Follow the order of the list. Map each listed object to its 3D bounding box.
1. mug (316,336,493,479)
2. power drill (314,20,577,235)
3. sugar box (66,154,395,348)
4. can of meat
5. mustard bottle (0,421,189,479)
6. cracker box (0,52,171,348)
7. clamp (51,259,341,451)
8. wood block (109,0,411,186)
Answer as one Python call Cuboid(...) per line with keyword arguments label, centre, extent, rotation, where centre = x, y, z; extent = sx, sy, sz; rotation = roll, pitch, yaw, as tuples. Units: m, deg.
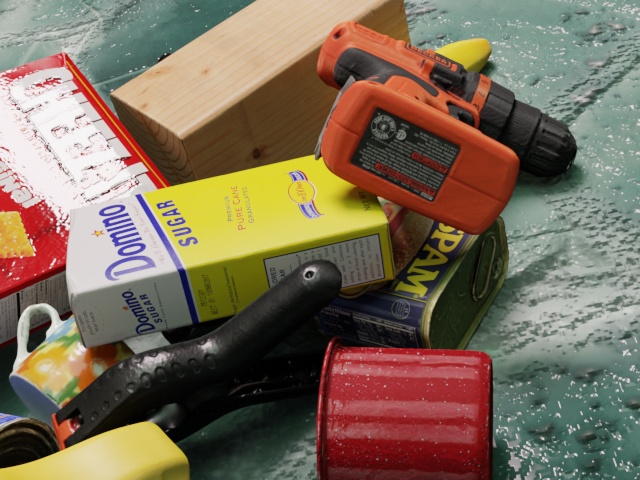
Cuboid(label="mug", centre=(0.048, 0.094, 0.552), extent=(0.081, 0.093, 0.117), rotation=(0, 8, 10))
Cuboid(label="power drill", centre=(0.077, -0.066, 0.648), extent=(0.184, 0.057, 0.187), rotation=(23, 21, -1))
Cuboid(label="sugar box", centre=(-0.054, 0.001, 0.609), extent=(0.176, 0.048, 0.093), rotation=(-11, 33, -5))
Cuboid(label="can of meat", centre=(0.053, 0.023, 0.640), extent=(0.084, 0.057, 0.102), rotation=(13, 48, 32))
Cuboid(label="mustard bottle", centre=(-0.149, 0.145, 0.477), extent=(0.058, 0.096, 0.191), rotation=(40, 29, 30))
Cuboid(label="cracker box", centre=(-0.219, -0.020, 0.690), extent=(0.213, 0.072, 0.164), rotation=(-27, 65, -29))
Cuboid(label="clamp", centre=(-0.058, 0.067, 0.562), extent=(0.171, 0.120, 0.039), rotation=(-19, 51, -18))
Cuboid(label="wood block", centre=(-0.036, -0.111, 0.785), extent=(0.205, 0.091, 0.090), rotation=(-38, 46, -23))
